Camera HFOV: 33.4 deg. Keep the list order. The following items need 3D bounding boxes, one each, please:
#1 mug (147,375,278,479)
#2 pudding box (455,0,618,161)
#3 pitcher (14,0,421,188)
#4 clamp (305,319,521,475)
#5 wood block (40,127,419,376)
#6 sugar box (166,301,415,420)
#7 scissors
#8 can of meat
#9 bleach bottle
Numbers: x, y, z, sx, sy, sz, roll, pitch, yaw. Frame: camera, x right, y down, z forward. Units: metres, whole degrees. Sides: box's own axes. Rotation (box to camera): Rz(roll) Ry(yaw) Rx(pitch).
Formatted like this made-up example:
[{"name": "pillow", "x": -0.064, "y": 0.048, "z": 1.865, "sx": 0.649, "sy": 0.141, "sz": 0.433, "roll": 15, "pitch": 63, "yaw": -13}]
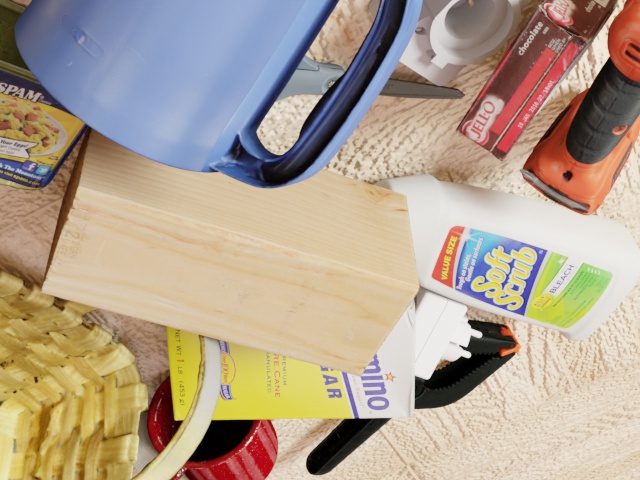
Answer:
[{"name": "mug", "x": -0.086, "y": 0.162, "z": 0.842, "sx": 0.117, "sy": 0.093, "sz": 0.081, "roll": -57, "pitch": 152, "yaw": -24}, {"name": "pudding box", "x": 0.131, "y": -0.108, "z": 0.637, "sx": 0.039, "sy": 0.113, "sz": 0.090, "roll": 37, "pitch": 125, "yaw": 5}, {"name": "pitcher", "x": -0.024, "y": -0.153, "z": 0.504, "sx": 0.149, "sy": 0.145, "sz": 0.243, "roll": 24, "pitch": 119, "yaw": -28}, {"name": "clamp", "x": 0.063, "y": 0.108, "z": 0.892, "sx": 0.210, "sy": 0.036, "sz": 0.164, "roll": -23, "pitch": 132, "yaw": -1}, {"name": "wood block", "x": -0.055, "y": 0.001, "z": 0.658, "sx": 0.206, "sy": 0.091, "sz": 0.090, "roll": 17, "pitch": 129, "yaw": -16}, {"name": "sugar box", "x": -0.020, "y": 0.082, "z": 0.774, "sx": 0.176, "sy": 0.048, "sz": 0.093, "roll": -1, "pitch": 114, "yaw": 3}, {"name": "scissors", "x": 0.001, "y": -0.113, "z": 0.649, "sx": 0.201, "sy": 0.016, "sz": 0.096, "roll": -9, "pitch": 137, "yaw": -13}, {"name": "can of meat", "x": -0.176, "y": -0.080, "z": 0.587, "sx": 0.101, "sy": 0.057, "sz": 0.084, "roll": 18, "pitch": 128, "yaw": -34}, {"name": "bleach bottle", "x": 0.114, "y": 0.009, "z": 0.789, "sx": 0.250, "sy": 0.068, "sz": 0.103, "roll": 12, "pitch": 129, "yaw": -28}]
